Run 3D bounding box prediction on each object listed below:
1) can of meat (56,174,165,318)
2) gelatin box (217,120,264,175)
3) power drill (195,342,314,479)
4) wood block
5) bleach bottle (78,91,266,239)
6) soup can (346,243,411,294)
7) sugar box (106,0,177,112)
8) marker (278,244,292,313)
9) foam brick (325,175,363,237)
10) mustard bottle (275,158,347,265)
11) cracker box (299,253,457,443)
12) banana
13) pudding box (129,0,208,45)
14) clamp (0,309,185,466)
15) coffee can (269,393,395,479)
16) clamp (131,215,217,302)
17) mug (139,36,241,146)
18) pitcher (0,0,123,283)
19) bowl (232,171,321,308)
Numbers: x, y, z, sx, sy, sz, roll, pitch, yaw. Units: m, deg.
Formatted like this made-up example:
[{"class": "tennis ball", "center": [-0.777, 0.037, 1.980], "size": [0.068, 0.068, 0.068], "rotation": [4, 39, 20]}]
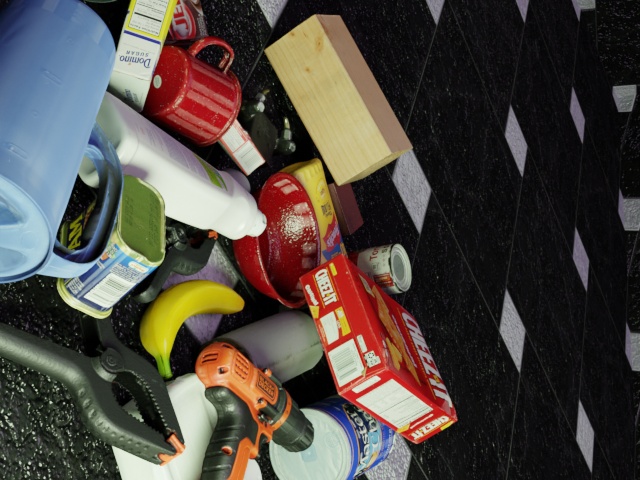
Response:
[{"class": "can of meat", "center": [-0.181, 0.003, 0.933], "size": [0.057, 0.084, 0.102], "rotation": [31, 34, -34]}, {"class": "gelatin box", "center": [-0.108, -0.126, 1.215], "size": [0.073, 0.030, 0.089], "rotation": [46, -6, 49]}, {"class": "power drill", "center": [-0.068, 0.215, 1.029], "size": [0.184, 0.057, 0.187], "rotation": [47, 36, -40]}, {"class": "wood block", "center": [0.025, -0.187, 1.417], "size": [0.206, 0.090, 0.090], "rotation": [61, 27, 3]}, {"class": "bleach bottle", "center": [-0.138, -0.056, 1.074], "size": [0.250, 0.068, 0.103], "rotation": [32, 21, -48]}, {"class": "soup can", "center": [0.064, 0.045, 1.444], "size": [0.068, 0.102, 0.068], "rotation": [33, 51, -54]}, {"class": "sugar box", "center": [-0.170, -0.224, 1.064], "size": [0.093, 0.048, 0.176], "rotation": [138, -35, -70]}, {"class": "marker", "center": [-0.043, 0.064, 1.319], "size": [0.020, 0.020, 0.121], "rotation": [32, 52, -56]}, {"class": "foam brick", "center": [0.016, -0.045, 1.445], "size": [0.052, 0.051, 0.078], "rotation": [-40, 115, -60]}, {"class": "mustard bottle", "center": [-0.005, -0.005, 1.379], "size": [0.096, 0.058, 0.191], "rotation": [-42, 117, -66]}, {"class": "cracker box", "center": [0.072, 0.132, 1.279], "size": [0.213, 0.072, 0.164], "rotation": [40, 24, -51]}, {"class": "banana", "center": [-0.138, 0.076, 1.105], "size": [0.069, 0.037, 0.197], "rotation": [68, 26, -11]}, {"class": "pudding box", "center": [-0.173, -0.272, 1.177], "size": [0.089, 0.039, 0.113], "rotation": [-25, 102, -62]}, {"class": "clamp", "center": [-0.198, 0.111, 0.913], "size": [0.210, 0.036, 0.164], "rotation": [54, 32, 2]}, {"class": "coffee can", "center": [0.016, 0.239, 1.272], "size": [0.140, 0.103, 0.103], "rotation": [-5, 84, -64]}, {"class": "clamp", "center": [-0.157, 0.009, 1.092], "size": [0.171, 0.039, 0.120], "rotation": [10, 66, -60]}, {"class": "mug", "center": [-0.137, -0.165, 1.130], "size": [0.093, 0.117, 0.081], "rotation": [47, 15, 34]}, {"class": "pitcher", "center": [-0.240, -0.088, 0.870], "size": [0.149, 0.145, 0.242], "rotation": [79, 16, -45]}, {"class": "bowl", "center": [-0.058, 0.002, 1.267], "size": [0.162, 0.055, 0.162], "rotation": [25, 62, -61]}]
